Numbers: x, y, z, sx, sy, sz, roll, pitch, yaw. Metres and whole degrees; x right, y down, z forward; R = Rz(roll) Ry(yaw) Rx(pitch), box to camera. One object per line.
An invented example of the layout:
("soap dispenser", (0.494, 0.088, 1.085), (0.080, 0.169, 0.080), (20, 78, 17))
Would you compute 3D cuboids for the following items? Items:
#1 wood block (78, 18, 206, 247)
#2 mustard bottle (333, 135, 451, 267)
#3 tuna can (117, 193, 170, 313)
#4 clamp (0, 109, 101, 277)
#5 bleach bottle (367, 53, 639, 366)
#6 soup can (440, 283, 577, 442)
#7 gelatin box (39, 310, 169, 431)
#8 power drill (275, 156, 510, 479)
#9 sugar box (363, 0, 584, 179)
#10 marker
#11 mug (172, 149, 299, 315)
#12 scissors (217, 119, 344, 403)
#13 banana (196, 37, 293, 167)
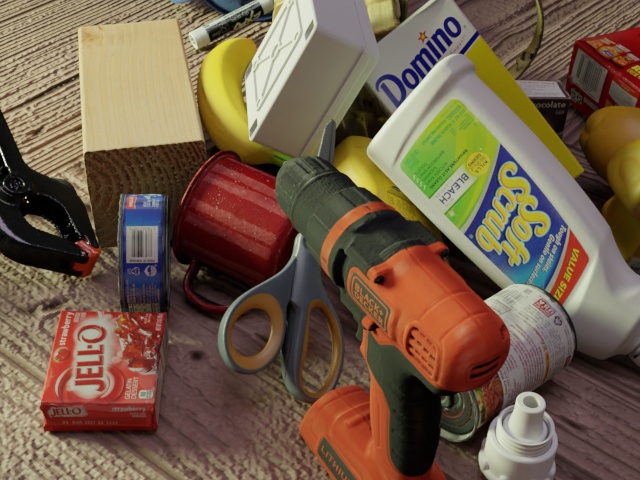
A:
("wood block", (-0.147, -0.094, 0.878), (0.090, 0.090, 0.206), (-8, 38, -9))
("mustard bottle", (0.053, 0.007, 0.777), (0.096, 0.058, 0.191), (33, 29, -28))
("tuna can", (-0.124, 0.009, 0.757), (0.033, 0.086, 0.086), (0, 38, -6))
("clamp", (-0.242, -0.030, 0.792), (0.171, 0.039, 0.120), (43, 51, 13))
("bleach bottle", (0.153, -0.011, 0.750), (0.251, 0.103, 0.068), (45, 22, 10))
("soup can", (0.110, 0.077, 0.699), (0.102, 0.068, 0.069), (-27, 47, -32))
("gelatin box", (-0.141, 0.085, 0.705), (0.073, 0.030, 0.089), (1, 38, -2))
("power drill", (0.027, 0.062, 0.618), (0.057, 0.188, 0.185), (-20, 45, -24))
("sugar box", (0.112, -0.095, 0.827), (0.093, 0.176, 0.048), (-39, 6, 3))
("marker", (-0.078, -0.230, 1.091), (0.121, 0.020, 0.020), (-30, 47, -14))
("mug", (-0.055, 0.001, 0.781), (0.081, 0.093, 0.117), (24, 74, 18))
("scissors", (-0.025, 0.009, 0.720), (0.096, 0.016, 0.202), (2, 74, -25))
("banana", (-0.070, -0.116, 0.876), (0.069, 0.037, 0.198), (18, 34, -30))
